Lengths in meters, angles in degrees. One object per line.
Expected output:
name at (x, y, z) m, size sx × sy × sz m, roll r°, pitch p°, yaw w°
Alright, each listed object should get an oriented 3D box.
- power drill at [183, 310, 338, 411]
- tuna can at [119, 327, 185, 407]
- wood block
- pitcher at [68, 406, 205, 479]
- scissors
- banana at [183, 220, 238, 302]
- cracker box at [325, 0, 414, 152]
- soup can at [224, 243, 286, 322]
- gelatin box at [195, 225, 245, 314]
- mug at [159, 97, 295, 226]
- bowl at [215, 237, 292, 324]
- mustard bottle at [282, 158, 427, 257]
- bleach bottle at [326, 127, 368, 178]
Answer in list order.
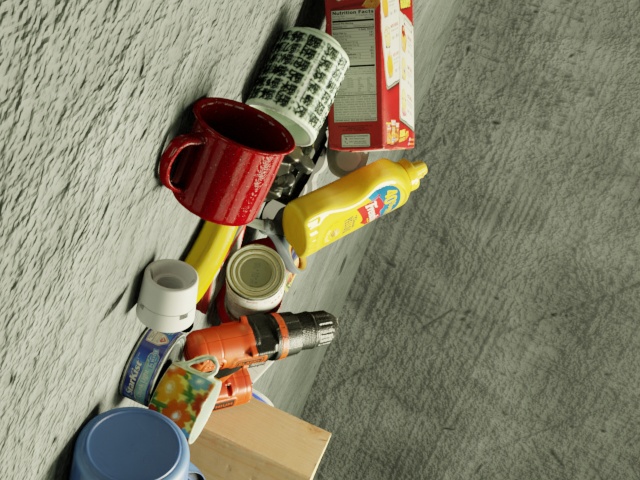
power drill at (-0.088, 0.138, 1.230) m, size 0.188 × 0.184 × 0.057 m, roll -53°, pitch -130°, yaw 53°
tuna can at (-0.172, 0.128, 1.101) m, size 0.086 × 0.034 × 0.086 m, roll 25°, pitch 89°, yaw -83°
wood block at (-0.105, 0.252, 1.320) m, size 0.090 × 0.206 × 0.090 m, roll -57°, pitch 168°, yaw -58°
pitcher at (-0.190, 0.278, 1.073) m, size 0.149 × 0.145 × 0.243 m, roll -86°, pitch -172°, yaw -51°
scissors at (-0.058, 0.002, 1.291) m, size 0.201 × 0.016 × 0.096 m, roll -18°, pitch 97°, yaw -66°
banana at (-0.116, 0.004, 1.102) m, size 0.070 × 0.037 × 0.197 m, roll 101°, pitch 15°, yaw -64°
cracker box at (0.056, -0.208, 1.199) m, size 0.164 × 0.072 × 0.214 m, roll -19°, pitch 107°, yaw -72°
soup can at (-0.074, 0.053, 1.201) m, size 0.102 × 0.068 × 0.068 m, roll 103°, pitch 13°, yaw -67°
gelatin box at (-0.119, 0.026, 1.191) m, size 0.073 × 0.030 × 0.089 m, roll 108°, pitch 8°, yaw -49°
mug at (-0.088, -0.065, 0.917) m, size 0.117 × 0.093 × 0.082 m, roll -6°, pitch 130°, yaw -46°
bowl at (-0.092, 0.056, 1.389) m, size 0.162 × 0.055 × 0.162 m, roll 25°, pitch 89°, yaw -83°
mustard bottle at (0.048, -0.051, 1.295) m, size 0.191 × 0.058 × 0.096 m, roll -27°, pitch 155°, yaw -20°
bleach bottle at (0.039, -0.148, 1.395) m, size 0.250 × 0.068 × 0.102 m, roll -83°, pitch 178°, yaw -70°
